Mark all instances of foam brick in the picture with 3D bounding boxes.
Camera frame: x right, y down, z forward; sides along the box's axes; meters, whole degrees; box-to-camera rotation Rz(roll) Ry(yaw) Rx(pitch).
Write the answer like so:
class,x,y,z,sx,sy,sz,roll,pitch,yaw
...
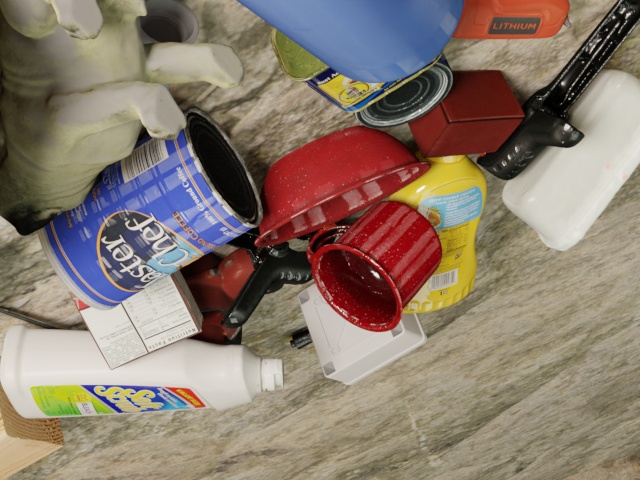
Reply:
class,x,y,z,sx,sy,sz,roll,pitch,yaw
foam brick,0.120,-0.107,0.903,0.078,0.053,0.051,-6,150,-26

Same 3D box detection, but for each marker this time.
class,x,y,z,sx,sy,sz,roll,pitch,yaw
marker,0.019,0.098,1.263,0.121,0.020,0.020,-26,154,9

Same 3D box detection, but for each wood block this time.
class,x,y,z,sx,sy,sz,roll,pitch,yaw
wood block,-0.376,0.208,1.093,0.206,0.091,0.090,-30,152,17

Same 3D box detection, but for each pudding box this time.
class,x,y,z,sx,sy,sz,roll,pitch,yaw
pudding box,-0.164,0.045,0.923,0.090,0.039,0.113,-23,110,2

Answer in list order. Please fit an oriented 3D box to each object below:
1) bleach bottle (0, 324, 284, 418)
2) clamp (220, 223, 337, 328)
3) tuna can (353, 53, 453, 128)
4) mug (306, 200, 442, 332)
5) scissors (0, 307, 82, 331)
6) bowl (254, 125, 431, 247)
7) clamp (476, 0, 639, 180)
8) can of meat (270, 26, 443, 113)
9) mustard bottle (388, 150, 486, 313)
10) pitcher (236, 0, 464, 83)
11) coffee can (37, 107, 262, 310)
class,x,y,z,sx,sy,sz,roll,pitch,yaw
bleach bottle,-0.160,0.122,0.995,0.251,0.068,0.102,-1,146,1
clamp,-0.056,0.001,0.954,0.039,0.120,0.171,-36,173,41
tuna can,0.060,-0.126,0.841,0.086,0.034,0.086,-17,154,-9
mug,0.043,0.016,0.934,0.081,0.117,0.093,-44,137,-36
scissors,-0.216,0.100,1.041,0.096,0.016,0.201,11,168,26
bowl,0.009,-0.052,0.891,0.162,0.055,0.162,-24,174,-3
clamp,0.199,-0.114,0.920,0.164,0.036,0.210,-56,-176,-21
can of meat,0.030,-0.142,0.761,0.102,0.057,0.083,-30,156,19
mustard bottle,0.107,-0.026,0.991,0.096,0.058,0.192,-13,127,-23
pitcher,0.004,-0.173,0.587,0.145,0.149,0.242,-30,157,17
coffee can,-0.130,-0.023,0.817,0.140,0.103,0.102,-29,153,15
